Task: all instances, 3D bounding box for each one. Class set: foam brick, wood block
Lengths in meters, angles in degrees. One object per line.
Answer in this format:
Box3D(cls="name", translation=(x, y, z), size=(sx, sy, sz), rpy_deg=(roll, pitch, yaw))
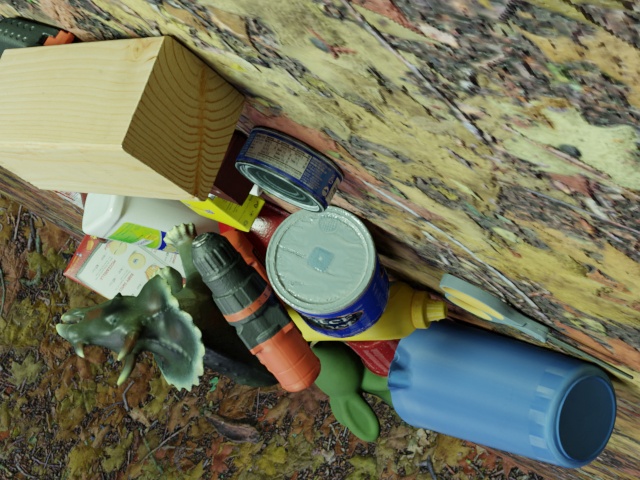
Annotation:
Box3D(cls="foam brick", translation=(-0.097, -0.072, 0.942), size=(0.078, 0.051, 0.053), rpy_deg=(21, 169, 35))
Box3D(cls="wood block", translation=(-0.170, -0.092, 0.821), size=(0.207, 0.091, 0.090), rpy_deg=(6, 159, 42))

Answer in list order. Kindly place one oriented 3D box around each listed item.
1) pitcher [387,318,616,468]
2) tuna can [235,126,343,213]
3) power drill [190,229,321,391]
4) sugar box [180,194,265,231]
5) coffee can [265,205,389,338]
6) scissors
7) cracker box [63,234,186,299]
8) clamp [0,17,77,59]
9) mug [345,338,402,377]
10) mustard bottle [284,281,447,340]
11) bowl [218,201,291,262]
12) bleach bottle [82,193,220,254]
Box3D(cls="pitcher", translation=(0.206, 0.167, 1.175), size=(0.243, 0.149, 0.145), rpy_deg=(10, 139, 54))
Box3D(cls="tuna can", translation=(-0.026, -0.057, 0.872), size=(0.086, 0.033, 0.086), rpy_deg=(27, 171, 5))
Box3D(cls="power drill", translation=(-0.076, 0.050, 1.075), size=(0.184, 0.057, 0.188), rpy_deg=(57, -179, -19))
Box3D(cls="sugar box", translation=(-0.145, -0.074, 1.087), size=(0.093, 0.048, 0.176), rpy_deg=(18, 167, 46))
Box3D(cls="coffee can", translation=(0.011, 0.034, 1.044), size=(0.103, 0.103, 0.140), rpy_deg=(26, 171, 15))
Box3D(cls="scissors", translation=(0.201, 0.086, 1.045), size=(0.201, 0.016, 0.096), rpy_deg=(29, 172, -6))
Box3D(cls="cracker box", translation=(-0.249, 0.033, 1.603), size=(0.214, 0.164, 0.072), rpy_deg=(27, 173, 6))
Box3D(cls="clamp", translation=(-0.252, -0.155, 0.972), size=(0.164, 0.036, 0.210), rpy_deg=(36, 166, -29))
Box3D(cls="mug", translation=(0.072, 0.105, 1.343), size=(0.081, 0.093, 0.117), rpy_deg=(47, -164, -50))
Box3D(cls="mustard bottle", translation=(0.047, 0.077, 1.185), size=(0.192, 0.058, 0.096), rpy_deg=(-2, -161, 23))
Box3D(cls="bowl", translation=(-0.058, 0.001, 1.217), size=(0.162, 0.055, 0.162), rpy_deg=(27, 171, 4))
Box3D(cls="bleach bottle", translation=(-0.151, -0.015, 1.282), size=(0.250, 0.068, 0.103), rpy_deg=(16, 155, -29))
